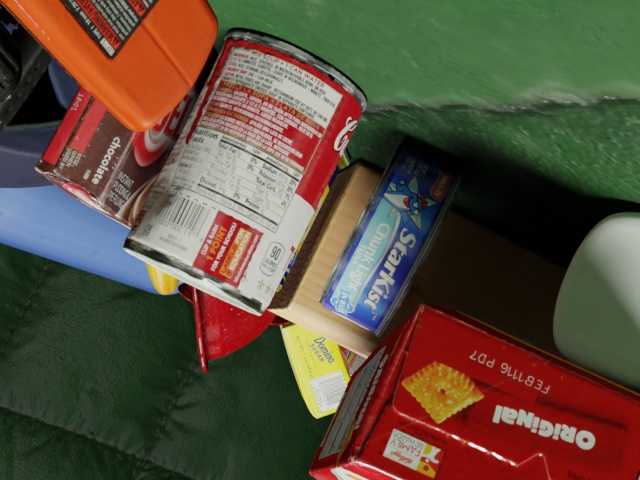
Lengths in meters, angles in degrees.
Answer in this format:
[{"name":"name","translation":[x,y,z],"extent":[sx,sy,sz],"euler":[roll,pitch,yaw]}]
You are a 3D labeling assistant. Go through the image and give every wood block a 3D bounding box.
[{"name":"wood block","translation":[0.086,0.045,0.612],"extent":[0.206,0.091,0.090],"euler":[27,172,-7]}]

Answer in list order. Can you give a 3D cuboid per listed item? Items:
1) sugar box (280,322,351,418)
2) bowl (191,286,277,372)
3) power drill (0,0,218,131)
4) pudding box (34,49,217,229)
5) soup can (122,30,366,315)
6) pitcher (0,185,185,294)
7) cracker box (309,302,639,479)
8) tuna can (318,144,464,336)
[{"name":"sugar box","translation":[-0.013,0.071,0.946],"extent":[0.176,0.048,0.093],"euler":[-108,0,-66]},{"name":"bowl","translation":[-0.054,0.001,0.680],"extent":[0.055,0.162,0.162],"euler":[-5,174,-5]},{"name":"power drill","translation":[-0.130,-0.097,0.391],"extent":[0.188,0.057,0.184],"euler":[19,160,33]},{"name":"pudding box","translation":[-0.082,-0.053,0.499],"extent":[0.039,0.090,0.113],"euler":[27,174,6]},{"name":"soup can","translation":[-0.032,-0.028,0.453],"extent":[0.068,0.102,0.068],"euler":[25,173,3]},{"name":"pitcher","translation":[-0.181,-0.044,0.824],"extent":[0.242,0.145,0.149],"euler":[28,-174,-46]},{"name":"cracker box","translation":[0.088,0.103,0.469],"extent":[0.164,0.072,0.214],"euler":[23,166,1]},{"name":"tuna can","translation":[0.032,-0.001,0.494],"extent":[0.034,0.086,0.086],"euler":[27,173,2]}]
